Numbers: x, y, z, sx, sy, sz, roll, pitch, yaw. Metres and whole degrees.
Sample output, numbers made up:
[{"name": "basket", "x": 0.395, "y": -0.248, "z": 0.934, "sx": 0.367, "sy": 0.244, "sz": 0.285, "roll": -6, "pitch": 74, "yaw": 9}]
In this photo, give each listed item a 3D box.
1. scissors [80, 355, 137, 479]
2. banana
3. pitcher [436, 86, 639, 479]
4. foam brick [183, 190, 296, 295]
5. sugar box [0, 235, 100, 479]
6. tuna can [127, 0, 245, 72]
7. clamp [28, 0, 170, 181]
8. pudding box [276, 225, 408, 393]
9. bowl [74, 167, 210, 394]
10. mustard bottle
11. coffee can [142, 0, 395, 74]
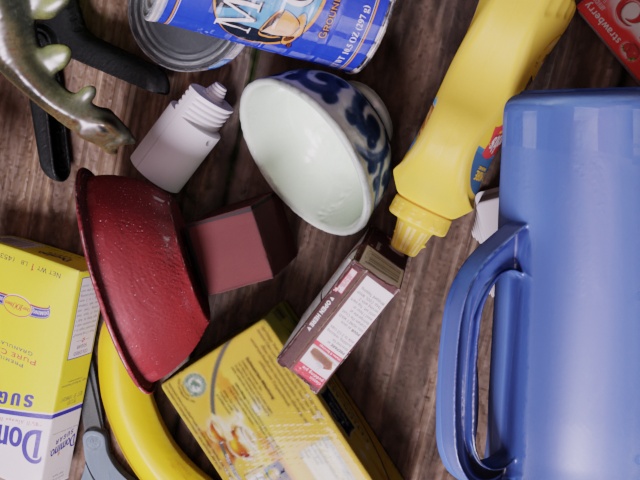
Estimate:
[{"name": "scissors", "x": -0.156, "y": 0.165, "z": 0.826, "sx": 0.096, "sy": 0.016, "sz": 0.202, "roll": 10, "pitch": 99, "yaw": 7}, {"name": "banana", "x": -0.121, "y": 0.140, "z": 0.807, "sx": 0.069, "sy": 0.037, "sz": 0.198, "roll": -35, "pitch": 94, "yaw": -14}, {"name": "pitcher", "x": 0.153, "y": 0.033, "z": 0.627, "sx": 0.145, "sy": 0.149, "sz": 0.243, "roll": 1, "pitch": 97, "yaw": 21}, {"name": "foam brick", "x": -0.055, "y": 0.001, "z": 0.748, "sx": 0.053, "sy": 0.078, "sz": 0.051, "roll": -16, "pitch": 97, "yaw": 14}, {"name": "sugar box", "x": -0.224, "y": 0.091, "z": 0.808, "sx": 0.093, "sy": 0.048, "sz": 0.176, "roll": 16, "pitch": 99, "yaw": 21}, {"name": "tuna can", "x": -0.090, "y": -0.162, "z": 0.752, "sx": 0.086, "sy": 0.033, "sz": 0.086, "roll": 2, "pitch": 99, "yaw": 12}, {"name": "clamp", "x": -0.186, "y": -0.142, "z": 0.773, "sx": 0.120, "sy": 0.039, "sz": 0.171, "roll": -27, "pitch": 92, "yaw": 13}, {"name": "pudding box", "x": 0.018, "y": 0.043, "z": 0.721, "sx": 0.039, "sy": 0.113, "sz": 0.090, "roll": 37, "pitch": 105, "yaw": 1}, {"name": "bowl", "x": -0.114, "y": 0.020, "z": 0.728, "sx": 0.055, "sy": 0.162, "sz": 0.162, "roll": -17, "pitch": 95, "yaw": -1}, {"name": "mustard bottle", "x": 0.095, "y": -0.078, "z": 0.687, "sx": 0.058, "sy": 0.096, "sz": 0.192, "roll": 28, "pitch": 99, "yaw": 9}, {"name": "coffee can", "x": -0.032, "y": -0.172, "z": 0.676, "sx": 0.140, "sy": 0.103, "sz": 0.103, "roll": 12, "pitch": 102, "yaw": -18}]
